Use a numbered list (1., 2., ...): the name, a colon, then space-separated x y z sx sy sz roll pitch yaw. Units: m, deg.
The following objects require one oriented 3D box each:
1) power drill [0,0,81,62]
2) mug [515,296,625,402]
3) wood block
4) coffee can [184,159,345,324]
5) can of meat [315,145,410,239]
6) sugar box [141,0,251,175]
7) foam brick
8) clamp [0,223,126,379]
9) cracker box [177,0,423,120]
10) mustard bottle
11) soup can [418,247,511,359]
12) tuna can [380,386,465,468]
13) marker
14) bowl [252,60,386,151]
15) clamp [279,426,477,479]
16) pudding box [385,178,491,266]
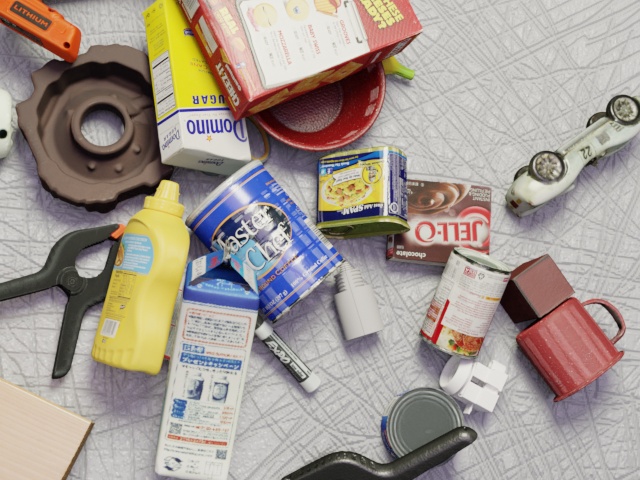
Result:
1. power drill: -0.239 -0.280 1.092 0.184 0.057 0.187 28 82 -1
2. mug: 0.275 0.108 1.153 0.117 0.093 0.081 -35 83 -6
3. wood block: -0.334 0.173 1.038 0.206 0.090 0.091 26 77 -4
4. coffee can: -0.057 0.001 1.109 0.102 0.103 0.140 -41 89 -14
5. can of meat: 0.044 -0.050 1.142 0.102 0.057 0.084 -6 76 28
6. sugar box: -0.129 -0.161 1.113 0.093 0.048 0.176 7 63 -44
7. foam brick: 0.229 0.054 1.161 0.053 0.078 0.051 -34 88 -12
8. clamp: -0.268 0.042 1.096 0.120 0.039 0.171 38 70 -18
9. cracker box: -0.026 -0.241 1.108 0.213 0.072 0.164 -26 87 -22
10. mustard bottle: -0.174 0.034 1.068 0.058 0.096 0.191 17 83 -34
11. soup can: 0.154 0.066 1.133 0.068 0.068 0.102 19 102 -6
12. tuna can: 0.108 0.199 1.137 0.086 0.034 0.086 2 80 -10
13. marker: -0.044 0.111 1.117 0.020 0.020 0.121 -45 107 -14
14. bowl: -0.013 -0.168 1.169 0.162 0.055 0.162 2 78 -12
15. clamp: 0.060 0.255 1.098 0.210 0.036 0.164 10 100 0
16. pudding box: 0.131 -0.017 1.177 0.113 0.039 0.090 5 80 -8
